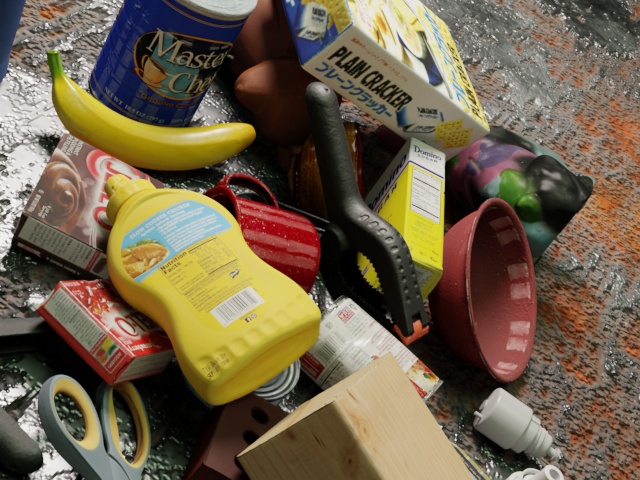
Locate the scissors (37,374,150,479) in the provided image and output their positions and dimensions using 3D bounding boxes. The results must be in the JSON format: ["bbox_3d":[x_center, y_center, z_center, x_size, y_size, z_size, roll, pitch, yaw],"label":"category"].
[{"bbox_3d":[-0.133,0.161,0.648,0.096,0.016,0.202,35,31,-38],"label":"scissors"}]

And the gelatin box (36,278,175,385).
[{"bbox_3d":[-0.141,0.060,0.731,0.073,0.030,0.089,43,10,12],"label":"gelatin box"}]

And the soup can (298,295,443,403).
[{"bbox_3d":[0.034,0.100,0.823,0.102,0.069,0.068,42,37,9],"label":"soup can"}]

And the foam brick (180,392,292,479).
[{"bbox_3d":[-0.056,0.146,0.713,0.053,0.051,0.078,30,36,-9],"label":"foam brick"}]

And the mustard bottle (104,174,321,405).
[{"bbox_3d":[-0.092,0.019,0.742,0.096,0.058,0.192,-33,62,-22],"label":"mustard bottle"}]

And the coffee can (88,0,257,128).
[{"bbox_3d":[-0.131,-0.178,0.939,0.102,0.140,0.103,22,38,-18],"label":"coffee can"}]

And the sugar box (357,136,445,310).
[{"bbox_3d":[0.070,-0.006,0.949,0.048,0.093,0.176,25,37,-15],"label":"sugar box"}]

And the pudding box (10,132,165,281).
[{"bbox_3d":[-0.176,-0.022,0.816,0.090,0.039,0.113,27,38,-13],"label":"pudding box"}]

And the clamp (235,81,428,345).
[{"bbox_3d":[0.011,-0.002,0.868,0.036,0.165,0.210,-25,79,-40],"label":"clamp"}]

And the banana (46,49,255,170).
[{"bbox_3d":[-0.146,-0.094,0.903,0.197,0.069,0.037,19,6,-32],"label":"banana"}]

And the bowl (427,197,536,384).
[{"bbox_3d":[0.138,0.045,0.939,0.161,0.055,0.162,14,74,-58],"label":"bowl"}]

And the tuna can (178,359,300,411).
[{"bbox_3d":[-0.060,0.091,0.786,0.086,0.034,0.086,22,38,-19],"label":"tuna can"}]

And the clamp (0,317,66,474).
[{"bbox_3d":[-0.235,0.078,0.658,0.171,0.039,0.120,18,35,-27],"label":"clamp"}]

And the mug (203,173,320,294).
[{"bbox_3d":[-0.056,0.001,0.841,0.081,0.093,0.117,14,54,-34],"label":"mug"}]

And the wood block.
[{"bbox_3d":[0.052,0.189,0.671,0.206,0.090,0.090,57,31,3],"label":"wood block"}]
